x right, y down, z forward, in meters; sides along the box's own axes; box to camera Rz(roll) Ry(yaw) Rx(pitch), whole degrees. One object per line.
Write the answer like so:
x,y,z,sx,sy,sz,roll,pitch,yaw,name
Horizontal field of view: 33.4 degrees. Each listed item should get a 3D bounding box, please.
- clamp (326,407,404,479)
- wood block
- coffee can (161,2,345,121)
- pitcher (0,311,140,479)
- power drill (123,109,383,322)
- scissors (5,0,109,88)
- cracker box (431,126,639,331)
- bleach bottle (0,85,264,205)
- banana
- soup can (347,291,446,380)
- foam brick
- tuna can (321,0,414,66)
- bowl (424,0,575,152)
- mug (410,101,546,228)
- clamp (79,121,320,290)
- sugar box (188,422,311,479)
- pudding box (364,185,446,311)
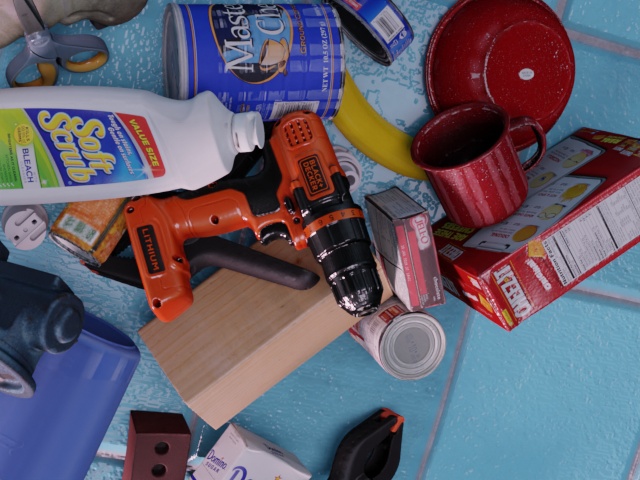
0.025,0.243,1.057,0.120,0.039,0.171,27,84,-48,clamp
-0.048,0.065,0.965,0.206,0.090,0.090,-37,153,-5,wood block
-0.060,-0.152,0.918,0.140,0.103,0.103,-4,104,-15,coffee can
-0.267,0.173,0.933,0.149,0.145,0.243,28,91,-38,pitcher
-0.056,0.001,0.880,0.187,0.057,0.184,-20,70,1,power drill
-0.203,-0.162,0.836,0.096,0.202,0.016,-19,82,-24,scissors
0.215,-0.017,0.997,0.213,0.164,0.072,-34,108,-6,cracker box
-0.171,-0.085,0.856,0.251,0.068,0.102,-5,100,11,bleach bottle
0.064,-0.105,1.000,0.197,0.037,0.069,41,89,-21,banana
0.070,0.085,1.013,0.068,0.102,0.068,-4,104,-15,soup can
-0.155,0.206,1.005,0.053,0.051,0.078,5,102,-18,foam brick
0.042,-0.196,0.946,0.034,0.086,0.086,-46,111,-3,tuna can
0.182,-0.159,1.003,0.162,0.055,0.162,-3,100,-18,bowl
0.150,-0.071,0.967,0.117,0.093,0.081,-27,126,5,mug
-0.107,-0.001,0.938,0.210,0.036,0.164,-23,66,3,clamp
-0.096,0.264,0.996,0.093,0.048,0.176,35,95,-39,sugar box
0.078,0.006,0.990,0.039,0.113,0.090,-15,107,-9,pudding box
